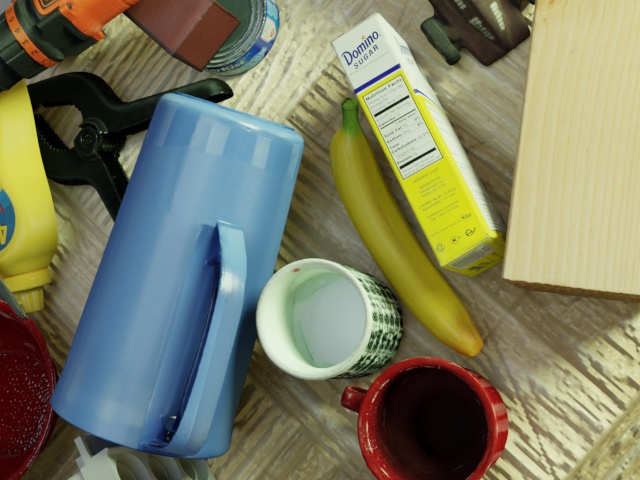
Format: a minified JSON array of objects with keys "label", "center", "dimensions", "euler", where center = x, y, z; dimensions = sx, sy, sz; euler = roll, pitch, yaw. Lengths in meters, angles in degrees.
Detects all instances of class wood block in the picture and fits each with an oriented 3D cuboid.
[{"label":"wood block","center":[0.182,-0.067,0.702],"dimensions":[0.091,0.090,0.206],"euler":[6,85,21]}]

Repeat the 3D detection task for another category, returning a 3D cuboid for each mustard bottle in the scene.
[{"label":"mustard bottle","center":[-0.255,-0.034,0.866],"dimensions":[0.096,0.058,0.191],"euler":[-7,98,44]}]

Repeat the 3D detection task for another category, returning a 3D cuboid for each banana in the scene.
[{"label":"banana","center":[0.052,-0.002,0.757],"dimensions":[0.037,0.069,0.198],"euler":[-28,83,-8]}]

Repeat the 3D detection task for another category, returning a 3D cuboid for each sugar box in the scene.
[{"label":"sugar box","center":[0.072,-0.063,0.741],"dimensions":[0.048,0.093,0.176],"euler":[-32,73,14]}]

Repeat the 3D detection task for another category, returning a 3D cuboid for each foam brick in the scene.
[{"label":"foam brick","center":[-0.110,-0.174,0.807],"dimensions":[0.078,0.053,0.051],"euler":[42,99,19]}]

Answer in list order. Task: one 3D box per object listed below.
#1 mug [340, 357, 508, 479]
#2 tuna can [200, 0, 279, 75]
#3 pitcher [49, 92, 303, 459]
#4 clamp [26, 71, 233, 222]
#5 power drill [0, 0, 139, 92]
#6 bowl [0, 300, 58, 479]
[{"label":"mug","center":[0.070,0.123,0.726],"dimensions":[0.117,0.081,0.093],"euler":[13,89,21]},{"label":"tuna can","center":[-0.076,-0.174,0.842],"dimensions":[0.086,0.033,0.086],"euler":[-3,83,20]},{"label":"pitcher","center":[-0.091,0.026,0.752],"dimensions":[0.149,0.144,0.243],"euler":[19,95,22]},{"label":"clamp","center":[-0.177,-0.070,0.866],"dimensions":[0.210,0.036,0.164],"euler":[18,96,25]},{"label":"power drill","center":[-0.223,-0.213,0.805],"dimensions":[0.184,0.057,0.188],"euler":[-30,66,11]},{"label":"bowl","center":[-0.268,0.130,0.863],"dimensions":[0.162,0.055,0.162],"euler":[-5,76,21]}]
